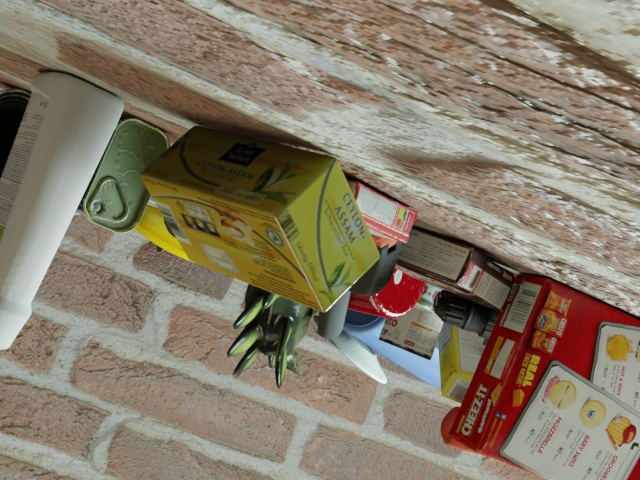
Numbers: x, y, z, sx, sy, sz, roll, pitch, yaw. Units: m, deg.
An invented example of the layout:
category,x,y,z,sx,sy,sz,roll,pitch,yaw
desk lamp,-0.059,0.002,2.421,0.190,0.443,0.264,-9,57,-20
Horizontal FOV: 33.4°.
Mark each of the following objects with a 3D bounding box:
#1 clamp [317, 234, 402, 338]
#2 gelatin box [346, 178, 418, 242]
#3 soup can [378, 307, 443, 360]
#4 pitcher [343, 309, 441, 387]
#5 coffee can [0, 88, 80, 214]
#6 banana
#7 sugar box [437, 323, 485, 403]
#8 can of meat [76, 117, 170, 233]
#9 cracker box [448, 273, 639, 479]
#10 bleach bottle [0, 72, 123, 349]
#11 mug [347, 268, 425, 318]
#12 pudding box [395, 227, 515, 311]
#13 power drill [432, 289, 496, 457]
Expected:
category,x,y,z,sx,sy,sz,roll,pitch,yaw
clamp,0.006,0.002,0.960,0.164,0.036,0.210,58,154,1
gelatin box,0.019,-0.029,0.837,0.073,0.030,0.089,24,175,-42
soup can,0.117,0.081,1.248,0.068,0.102,0.068,22,176,1
pitcher,0.127,0.111,1.431,0.149,0.145,0.242,-18,151,29
coffee can,-0.299,-0.093,1.152,0.103,0.103,0.140,20,175,22
banana,-0.147,-0.004,1.199,0.197,0.037,0.070,29,-161,-41
sugar box,0.189,0.130,1.279,0.093,0.048,0.176,23,-150,-11
can of meat,-0.194,-0.065,0.987,0.057,0.102,0.084,24,177,-34
cracker box,0.246,0.144,0.970,0.213,0.164,0.072,23,177,-17
bleach bottle,-0.245,-0.012,0.880,0.068,0.251,0.103,24,175,-29
mug,0.059,0.029,1.064,0.117,0.093,0.082,-16,-161,-41
pudding box,0.106,0.020,0.958,0.114,0.039,0.089,18,174,40
power drill,0.191,0.145,1.152,0.184,0.188,0.057,16,-151,0
